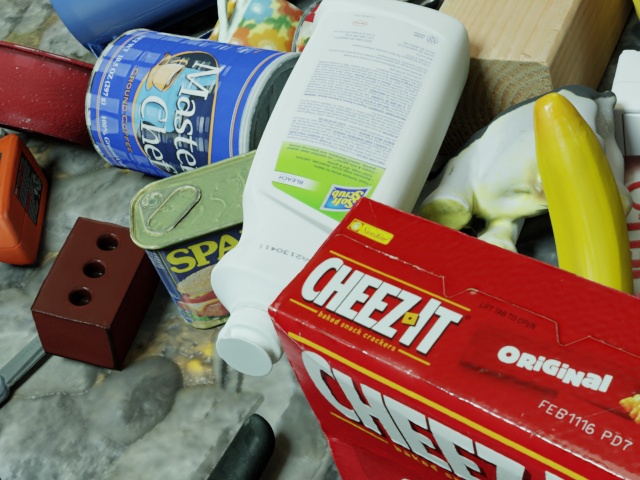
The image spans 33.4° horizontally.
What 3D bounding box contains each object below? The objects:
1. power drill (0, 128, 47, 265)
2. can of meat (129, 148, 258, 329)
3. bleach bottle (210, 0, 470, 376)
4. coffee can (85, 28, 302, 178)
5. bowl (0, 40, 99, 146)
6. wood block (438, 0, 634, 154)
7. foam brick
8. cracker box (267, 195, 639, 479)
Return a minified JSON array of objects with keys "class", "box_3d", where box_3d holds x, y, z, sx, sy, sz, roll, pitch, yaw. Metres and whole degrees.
[{"class":"power drill","box_3d":[-0.296,0.001,0.763,0.188,0.057,0.184,-14,45,7]},{"class":"can of meat","box_3d":[-0.054,0.001,0.656,0.102,0.084,0.057,-17,45,4]},{"class":"bleach bottle","box_3d":[0.002,-0.035,0.576,0.103,0.068,0.250,14,50,17]},{"class":"coffee can","box_3d":[-0.075,-0.086,0.732,0.140,0.103,0.102,15,55,31]},{"class":"bowl","box_3d":[-0.212,-0.107,0.797,0.162,0.161,0.055,13,90,30]},{"class":"wood block","box_3d":[0.149,-0.156,0.725,0.091,0.090,0.206,10,53,29]},{"class":"foam brick","box_3d":[-0.139,0.033,0.671,0.053,0.051,0.078,12,52,8]},{"class":"cracker box","box_3d":[0.083,0.100,0.419,0.164,0.213,0.072,22,59,35]}]
